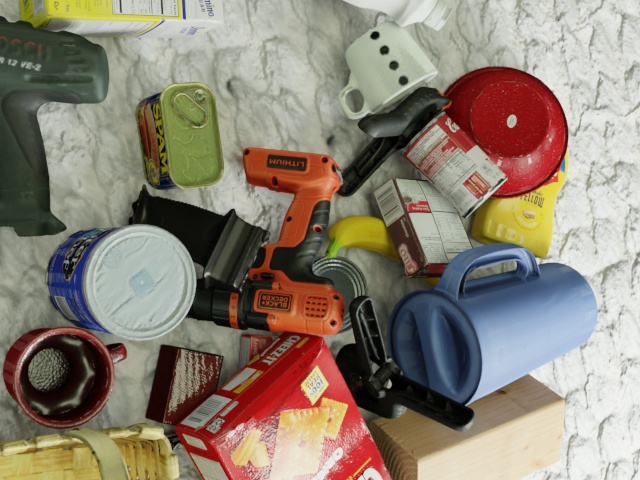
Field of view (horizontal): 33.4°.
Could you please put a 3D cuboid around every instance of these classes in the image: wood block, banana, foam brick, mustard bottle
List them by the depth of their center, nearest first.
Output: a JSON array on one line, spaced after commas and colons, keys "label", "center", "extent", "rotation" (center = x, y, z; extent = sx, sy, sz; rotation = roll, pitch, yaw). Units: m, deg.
[{"label": "foam brick", "center": [-0.137, 0.148, 1.076], "extent": [0.051, 0.053, 0.078], "rotation": [15, 83, -27]}, {"label": "banana", "center": [0.078, 0.012, 1.194], "extent": [0.197, 0.037, 0.069], "rotation": [16, 63, -33]}, {"label": "wood block", "center": [0.165, 0.226, 1.200], "extent": [0.205, 0.091, 0.090], "rotation": [-16, 120, -27]}, {"label": "mustard bottle", "center": [0.249, -0.080, 1.279], "extent": [0.096, 0.058, 0.191], "rotation": [20, 80, -19]}]

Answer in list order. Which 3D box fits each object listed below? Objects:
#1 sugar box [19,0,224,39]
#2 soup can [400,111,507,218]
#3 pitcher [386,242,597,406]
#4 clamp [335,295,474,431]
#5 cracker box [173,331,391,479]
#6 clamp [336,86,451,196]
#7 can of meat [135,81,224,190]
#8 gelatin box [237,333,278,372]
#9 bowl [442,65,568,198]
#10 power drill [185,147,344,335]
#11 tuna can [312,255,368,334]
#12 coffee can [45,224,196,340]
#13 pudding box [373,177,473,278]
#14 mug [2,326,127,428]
[{"label": "sugar box", "center": [-0.191, -0.223, 1.029], "extent": [0.175, 0.093, 0.048], "rotation": [-7, 93, -29]}, {"label": "soup can", "center": [0.148, -0.083, 1.179], "extent": [0.068, 0.069, 0.102], "rotation": [-41, 84, -22]}, {"label": "pitcher", "center": [0.203, 0.087, 1.192], "extent": [0.242, 0.149, 0.145], "rotation": [-14, 73, -41]}, {"label": "clamp", "center": [0.058, 0.132, 1.097], "extent": [0.036, 0.210, 0.164], "rotation": [-41, 96, -22]}, {"label": "cracker box", "center": [-0.028, 0.225, 1.083], "extent": [0.164, 0.072, 0.213], "rotation": [-39, 117, -30]}, {"label": "clamp", "center": [0.084, -0.126, 1.170], "extent": [0.039, 0.120, 0.171], "rotation": [43, 64, 9]}, {"label": "can of meat", "center": [-0.142, -0.101, 1.058], "extent": [0.057, 0.084, 0.102], "rotation": [-9, 94, -28]}, {"label": "gelatin box", "center": [-0.050, 0.146, 1.134], "extent": [0.073, 0.030, 0.089], "rotation": [7, 86, -28]}, {"label": "bowl", "center": [0.212, -0.132, 1.226], "extent": [0.162, 0.055, 0.162], "rotation": [0, 81, -2]}, {"label": "power drill", "center": [-0.057, 0.001, 1.090], "extent": [0.184, 0.057, 0.187], "rotation": [6, 75, 9]}, {"label": "tuna can", "center": [0.008, 0.059, 1.164], "extent": [0.086, 0.034, 0.086], "rotation": [0, 89, -28]}, {"label": "coffee can", "center": [-0.189, 0.038, 0.999], "extent": [0.102, 0.141, 0.103], "rotation": [0, 89, -28]}, {"label": "pudding box", "center": [0.118, -0.014, 1.186], "extent": [0.089, 0.039, 0.113], "rotation": [2, 61, -43]}, {"label": "mug", "center": [-0.239, 0.120, 1.005], "extent": [0.117, 0.082, 0.093], "rotation": [-22, 100, -26]}]
